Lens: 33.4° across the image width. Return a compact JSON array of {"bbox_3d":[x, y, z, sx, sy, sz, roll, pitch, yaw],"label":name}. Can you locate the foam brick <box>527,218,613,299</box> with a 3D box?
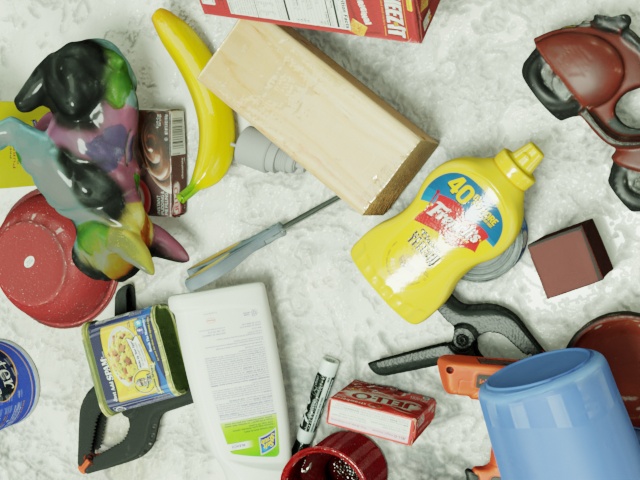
[{"bbox_3d":[0.223,0.015,0.950,0.051,0.078,0.053,-22,86,23],"label":"foam brick"}]

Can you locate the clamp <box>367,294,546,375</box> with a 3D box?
[{"bbox_3d":[0.129,0.100,1.018,0.171,0.039,0.120,26,107,16],"label":"clamp"}]

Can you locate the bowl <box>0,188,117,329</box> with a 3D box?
[{"bbox_3d":[-0.302,0.022,1.169,0.162,0.055,0.162,3,97,21],"label":"bowl"}]

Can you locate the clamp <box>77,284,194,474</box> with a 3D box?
[{"bbox_3d":[-0.208,0.163,1.159,0.164,0.036,0.210,45,106,12],"label":"clamp"}]

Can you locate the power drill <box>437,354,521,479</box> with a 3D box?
[{"bbox_3d":[0.137,0.199,0.961,0.184,0.057,0.188,3,94,-1],"label":"power drill"}]

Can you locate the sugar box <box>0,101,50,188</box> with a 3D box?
[{"bbox_3d":[-0.341,-0.098,1.102,0.048,0.176,0.093,1,97,21],"label":"sugar box"}]

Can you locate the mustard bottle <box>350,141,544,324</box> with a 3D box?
[{"bbox_3d":[0.123,-0.018,0.957,0.192,0.058,0.096,-43,81,20],"label":"mustard bottle"}]

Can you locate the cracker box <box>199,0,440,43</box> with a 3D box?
[{"bbox_3d":[0.011,-0.270,0.955,0.214,0.072,0.164,12,60,20],"label":"cracker box"}]

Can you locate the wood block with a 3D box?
[{"bbox_3d":[-0.001,-0.121,1.010,0.206,0.090,0.090,40,103,13],"label":"wood block"}]

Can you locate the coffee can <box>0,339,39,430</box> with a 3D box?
[{"bbox_3d":[-0.394,0.173,1.177,0.103,0.140,0.103,3,98,21],"label":"coffee can"}]

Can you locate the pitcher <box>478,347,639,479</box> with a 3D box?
[{"bbox_3d":[0.225,0.213,0.878,0.145,0.149,0.243,-17,95,22],"label":"pitcher"}]

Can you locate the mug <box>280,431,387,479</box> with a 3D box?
[{"bbox_3d":[0.022,0.249,1.056,0.093,0.081,0.117,-23,88,22],"label":"mug"}]

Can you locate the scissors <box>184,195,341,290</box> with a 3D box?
[{"bbox_3d":[-0.057,0.001,1.054,0.202,0.096,0.016,-26,101,25],"label":"scissors"}]

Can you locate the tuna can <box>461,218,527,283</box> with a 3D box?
[{"bbox_3d":[0.150,-0.005,0.999,0.086,0.033,0.086,3,98,21],"label":"tuna can"}]

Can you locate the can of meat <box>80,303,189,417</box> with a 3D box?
[{"bbox_3d":[-0.189,0.122,1.104,0.084,0.057,0.102,-16,87,14],"label":"can of meat"}]

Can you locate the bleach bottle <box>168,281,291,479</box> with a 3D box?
[{"bbox_3d":[-0.085,0.172,1.076,0.102,0.068,0.251,-9,89,-8],"label":"bleach bottle"}]

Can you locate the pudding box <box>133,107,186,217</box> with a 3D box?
[{"bbox_3d":[-0.187,-0.082,1.118,0.090,0.039,0.113,4,98,22],"label":"pudding box"}]

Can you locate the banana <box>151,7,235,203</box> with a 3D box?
[{"bbox_3d":[-0.122,-0.139,1.075,0.037,0.069,0.198,-14,84,56],"label":"banana"}]

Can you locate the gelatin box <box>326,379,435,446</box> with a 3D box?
[{"bbox_3d":[0.060,0.165,1.035,0.089,0.073,0.030,11,101,20],"label":"gelatin box"}]

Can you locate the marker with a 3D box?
[{"bbox_3d":[-0.008,0.176,1.093,0.020,0.020,0.121,22,105,17],"label":"marker"}]
